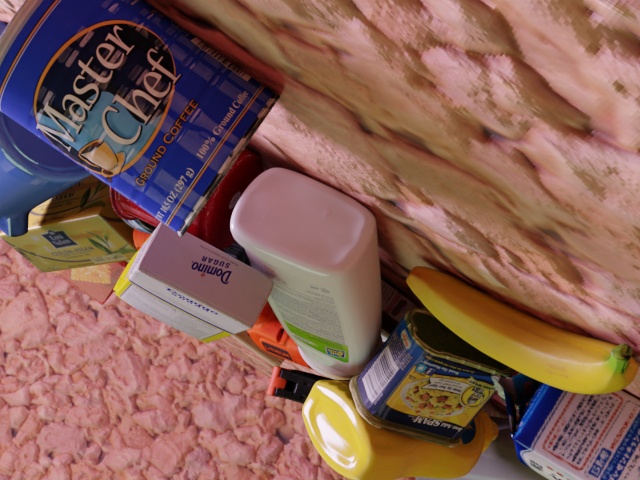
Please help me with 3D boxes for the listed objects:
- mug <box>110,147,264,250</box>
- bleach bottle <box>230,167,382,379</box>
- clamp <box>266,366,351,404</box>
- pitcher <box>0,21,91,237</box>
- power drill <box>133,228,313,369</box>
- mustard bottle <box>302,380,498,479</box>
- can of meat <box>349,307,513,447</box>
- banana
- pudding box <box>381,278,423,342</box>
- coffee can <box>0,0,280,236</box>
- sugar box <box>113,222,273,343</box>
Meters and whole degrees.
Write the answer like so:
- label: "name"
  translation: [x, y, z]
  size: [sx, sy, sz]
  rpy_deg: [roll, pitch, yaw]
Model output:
- label: "mug"
  translation: [-0.092, -0.041, 0.807]
  size: [0.082, 0.093, 0.117]
  rpy_deg: [25, -177, 20]
- label: "bleach bottle"
  translation: [-0.001, 0.046, 0.837]
  size: [0.103, 0.068, 0.251]
  rpy_deg: [25, 156, 18]
- label: "clamp"
  translation: [0.025, 0.148, 1.009]
  size: [0.171, 0.039, 0.120]
  rpy_deg: [19, 170, -18]
- label: "pitcher"
  translation: [-0.261, -0.101, 0.918]
  size: [0.149, 0.145, 0.243]
  rpy_deg: [35, 160, -23]
- label: "power drill"
  translation: [-0.063, 0.044, 0.957]
  size: [0.185, 0.057, 0.187]
  rpy_deg: [19, 159, 51]
- label: "mustard bottle"
  translation: [0.083, 0.162, 0.907]
  size: [0.191, 0.058, 0.096]
  rpy_deg: [9, -156, -40]
- label: "can of meat"
  translation: [0.088, 0.107, 0.840]
  size: [0.102, 0.084, 0.057]
  rpy_deg: [19, -150, -26]
- label: "banana"
  translation: [0.138, 0.062, 0.710]
  size: [0.198, 0.037, 0.069]
  rpy_deg: [18, 143, 51]
- label: "pudding box"
  translation: [0.034, 0.052, 0.952]
  size: [0.090, 0.039, 0.113]
  rpy_deg: [36, 171, -7]
- label: "coffee can"
  translation: [-0.109, -0.083, 0.622]
  size: [0.140, 0.102, 0.103]
  rpy_deg: [35, 169, -6]
- label: "sugar box"
  translation: [-0.101, 0.036, 0.815]
  size: [0.093, 0.048, 0.176]
  rpy_deg: [29, 163, -11]
